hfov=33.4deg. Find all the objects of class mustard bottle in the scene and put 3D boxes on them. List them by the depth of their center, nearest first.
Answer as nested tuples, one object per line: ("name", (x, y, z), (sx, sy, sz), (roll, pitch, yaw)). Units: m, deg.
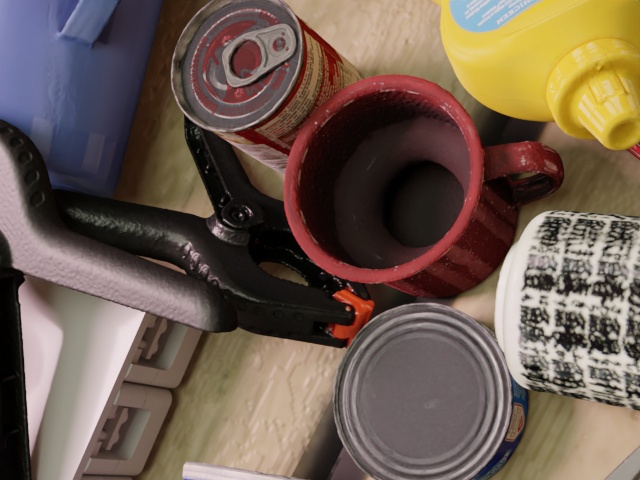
("mustard bottle", (0.097, -0.106, 0.460), (0.096, 0.058, 0.191), (-24, 44, 10))

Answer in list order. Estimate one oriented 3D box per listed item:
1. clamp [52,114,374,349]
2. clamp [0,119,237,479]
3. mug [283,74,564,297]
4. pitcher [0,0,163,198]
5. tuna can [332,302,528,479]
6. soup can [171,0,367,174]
("clamp", (-0.053, 0.001, 0.529), (0.120, 0.039, 0.172), (-33, 57, -30))
("clamp", (-0.155, 0.018, 0.508), (0.210, 0.036, 0.165), (46, 108, 14))
("mug", (0.053, -0.022, 0.487), (0.117, 0.081, 0.093), (-15, 72, 23))
("pitcher", (-0.141, -0.147, 0.584), (0.145, 0.149, 0.243), (9, 85, 12))
("tuna can", (0.051, 0.073, 0.493), (0.086, 0.033, 0.086), (-6, 75, 25))
("soup can", (-0.017, -0.070, 0.522), (0.069, 0.102, 0.068), (-6, 75, 25))
